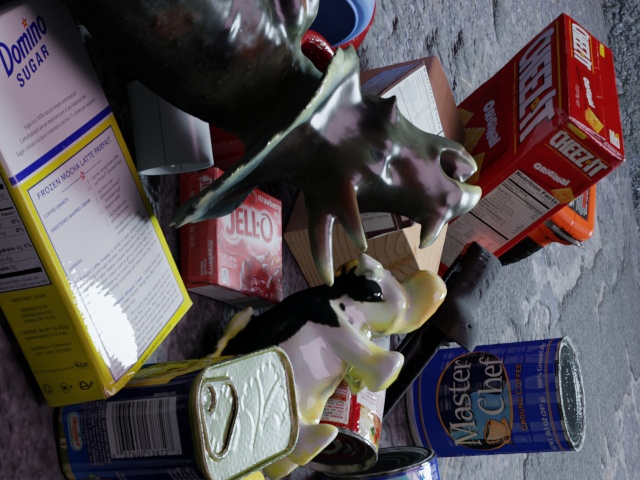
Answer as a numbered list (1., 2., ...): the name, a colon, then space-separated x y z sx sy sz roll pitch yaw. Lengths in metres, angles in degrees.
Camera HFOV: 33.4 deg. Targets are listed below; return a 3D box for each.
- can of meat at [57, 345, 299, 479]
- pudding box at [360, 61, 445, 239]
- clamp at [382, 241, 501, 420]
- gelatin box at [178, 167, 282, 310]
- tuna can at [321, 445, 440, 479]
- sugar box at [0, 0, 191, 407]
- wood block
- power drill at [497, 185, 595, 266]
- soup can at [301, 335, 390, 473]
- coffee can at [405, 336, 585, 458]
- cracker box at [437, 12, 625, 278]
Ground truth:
1. can of meat: -0.070 0.090 0.540 0.102 0.084 0.057 -8 90 -66
2. pudding box: 0.050 -0.062 0.708 0.113 0.039 0.090 -44 118 -62
3. clamp: 0.097 0.058 0.816 0.036 0.165 0.209 41 48 -1
4. gelatin box: -0.054 0.001 0.672 0.089 0.030 0.073 28 57 -62
5. tuna can: 0.044 0.175 0.770 0.086 0.086 0.034 -11 91 -66
6. sugar box: -0.126 -0.020 0.502 0.176 0.048 0.093 69 26 -19
7. wood block: 0.050 -0.048 0.851 0.206 0.091 0.090 -72 145 -46
8. power drill: 0.176 -0.023 1.019 0.057 0.188 0.184 30 49 -22
9. soup can: 0.011 0.101 0.741 0.068 0.069 0.102 55 35 -46
10. coffee can: 0.161 0.145 0.974 0.102 0.140 0.103 -8 90 -66
11. cracker box: 0.159 -0.075 0.940 0.072 0.214 0.164 33 39 -19
